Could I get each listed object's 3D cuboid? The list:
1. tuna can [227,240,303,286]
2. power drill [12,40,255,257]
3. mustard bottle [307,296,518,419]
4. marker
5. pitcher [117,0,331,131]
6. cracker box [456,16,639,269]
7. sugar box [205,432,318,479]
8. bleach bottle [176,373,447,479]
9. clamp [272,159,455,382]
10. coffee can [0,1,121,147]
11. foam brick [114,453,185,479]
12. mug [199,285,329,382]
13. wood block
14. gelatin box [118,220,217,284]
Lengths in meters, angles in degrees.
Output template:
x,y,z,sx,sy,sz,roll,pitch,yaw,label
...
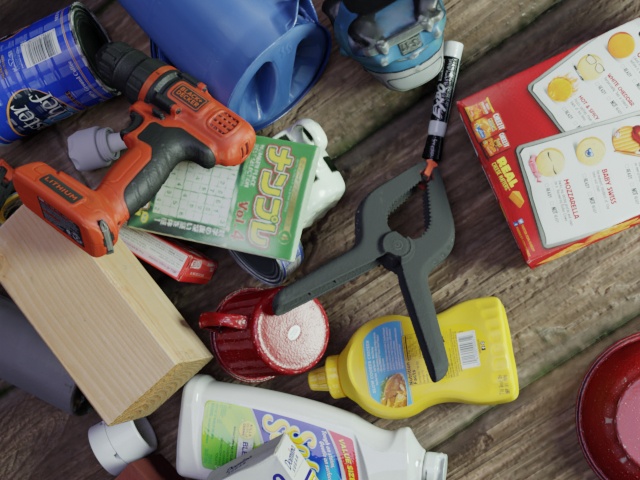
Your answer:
x,y,z,sx,sy,sz,roll,pitch,yaw,label
-0.057,0.001,1.025,0.086,0.086,0.033,40,63,15,tuna can
-0.180,-0.087,0.953,0.185,0.057,0.187,34,64,22,power drill
0.081,0.115,0.990,0.192,0.058,0.096,-11,74,13,mustard bottle
0.117,-0.132,1.028,0.020,0.020,0.121,10,87,16,marker
-0.119,-0.221,1.054,0.149,0.145,0.243,-43,71,-6,pitcher
0.253,-0.091,0.961,0.214,0.072,0.164,-24,79,10,cracker box
-0.023,0.271,0.970,0.093,0.048,0.176,-32,100,21,sugar box
-0.006,0.191,1.004,0.251,0.068,0.102,5,89,13,bleach bottle
0.074,0.020,0.974,0.164,0.036,0.209,29,64,6,clamp
-0.289,-0.170,1.098,0.140,0.102,0.103,-22,79,11,coffee can
-0.169,0.247,1.033,0.051,0.078,0.053,43,96,14,foam brick
-0.055,0.082,0.989,0.117,0.082,0.093,17,74,-27,mug
-0.207,0.059,0.986,0.091,0.090,0.206,-43,78,11,wood block
-0.154,0.010,1.057,0.089,0.073,0.030,28,92,16,gelatin box
